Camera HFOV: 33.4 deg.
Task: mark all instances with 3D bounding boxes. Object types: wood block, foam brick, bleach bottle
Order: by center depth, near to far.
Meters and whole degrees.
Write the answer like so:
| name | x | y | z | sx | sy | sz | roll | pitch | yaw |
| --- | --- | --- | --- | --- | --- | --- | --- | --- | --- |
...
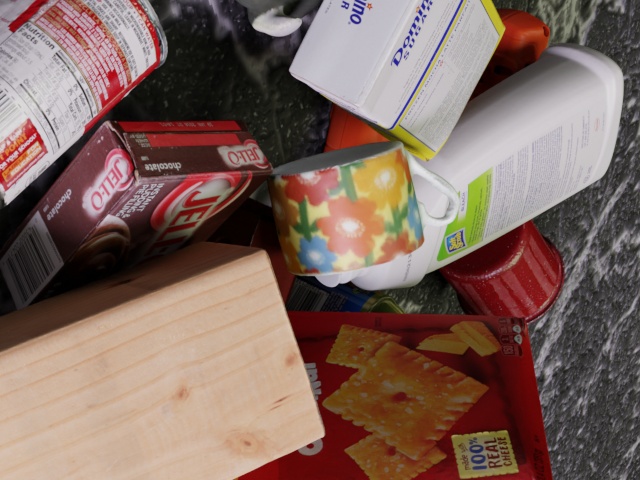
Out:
| name | x | y | z | sx | sy | sz | roll | pitch | yaw |
| --- | --- | --- | --- | --- | --- | --- | --- | --- | --- |
| wood block | -0.116 | 0.077 | 0.458 | 0.205 | 0.091 | 0.090 | -22 | 101 | -23 |
| foam brick | -0.054 | 0.001 | 0.585 | 0.051 | 0.078 | 0.053 | 10 | 100 | -55 |
| bleach bottle | 0.093 | -0.042 | 0.683 | 0.250 | 0.068 | 0.102 | -28 | 132 | -34 |

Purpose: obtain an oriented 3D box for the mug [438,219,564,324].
| name | x | y | z | sx | sy | sz | roll | pitch | yaw |
| --- | --- | --- | --- | --- | --- | --- | --- | --- | --- |
| mug | 0.139 | 0.003 | 0.856 | 0.081 | 0.093 | 0.117 | 46 | 41 | -50 |

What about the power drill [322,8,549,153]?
| name | x | y | z | sx | sy | sz | roll | pitch | yaw |
| --- | --- | --- | --- | --- | --- | --- | --- | --- | --- |
| power drill | 0.080 | -0.121 | 0.715 | 0.187 | 0.057 | 0.184 | -10 | 122 | -48 |

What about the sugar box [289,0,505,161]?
| name | x | y | z | sx | sy | sz | roll | pitch | yaw |
| --- | --- | --- | --- | --- | --- | --- | --- | --- | --- |
| sugar box | 0.046 | -0.101 | 0.553 | 0.093 | 0.048 | 0.176 | -62 | 161 | 4 |

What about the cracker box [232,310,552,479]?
| name | x | y | z | sx | sy | sz | roll | pitch | yaw |
| --- | --- | --- | --- | --- | --- | --- | --- | --- | --- |
| cracker box | 0.011 | 0.106 | 0.572 | 0.164 | 0.214 | 0.072 | -80 | 170 | -59 |

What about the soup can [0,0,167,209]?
| name | x | y | z | sx | sy | sz | roll | pitch | yaw |
| --- | --- | --- | --- | --- | --- | --- | --- | --- | --- |
| soup can | -0.124 | -0.069 | 0.452 | 0.102 | 0.069 | 0.068 | -48 | 143 | -23 |

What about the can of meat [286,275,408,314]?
| name | x | y | z | sx | sy | sz | roll | pitch | yaw |
| --- | --- | --- | --- | --- | --- | --- | --- | --- | --- |
| can of meat | 0.013 | 0.055 | 0.706 | 0.057 | 0.084 | 0.102 | -60 | 146 | -9 |

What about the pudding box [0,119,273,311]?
| name | x | y | z | sx | sy | sz | roll | pitch | yaw |
| --- | --- | --- | --- | --- | --- | --- | --- | --- | --- |
| pudding box | -0.090 | -0.012 | 0.514 | 0.114 | 0.039 | 0.089 | -40 | 160 | 34 |
